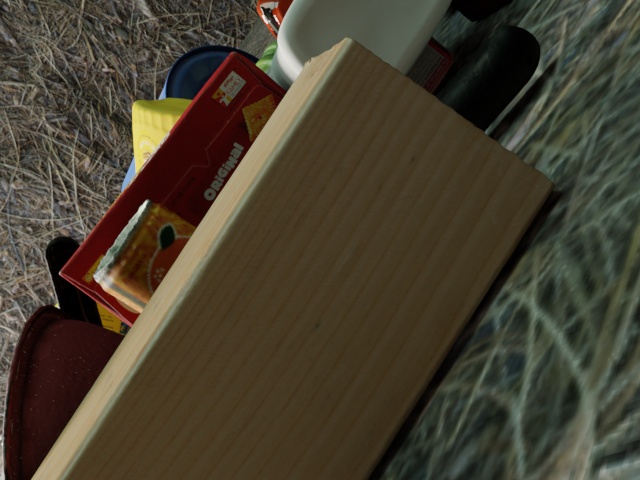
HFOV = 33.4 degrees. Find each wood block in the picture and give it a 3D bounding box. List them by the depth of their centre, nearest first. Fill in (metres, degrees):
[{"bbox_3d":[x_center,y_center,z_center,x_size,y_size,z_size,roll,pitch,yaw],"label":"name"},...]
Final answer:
[{"bbox_3d":[-0.018,0.040,0.394,0.206,0.090,0.090,-57,11,-3],"label":"wood block"}]

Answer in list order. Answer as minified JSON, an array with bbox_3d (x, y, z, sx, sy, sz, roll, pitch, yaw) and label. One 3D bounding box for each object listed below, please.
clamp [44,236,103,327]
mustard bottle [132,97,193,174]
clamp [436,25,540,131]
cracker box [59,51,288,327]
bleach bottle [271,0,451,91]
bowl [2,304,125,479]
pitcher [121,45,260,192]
[{"bbox_3d":[-0.161,0.076,0.746,0.171,0.039,0.120,99,163,-65],"label":"clamp"},{"bbox_3d":[-0.117,-0.017,0.875,0.096,0.058,0.192,19,114,49],"label":"mustard bottle"},{"bbox_3d":[0.020,-0.008,0.502,0.210,0.036,0.165,-59,12,-16],"label":"clamp"},{"bbox_3d":[-0.083,-0.037,0.709,0.164,0.072,0.214,-52,9,3],"label":"cracker box"},{"bbox_3d":[0.006,-0.119,0.650,0.102,0.068,0.251,-55,8,-5],"label":"bleach bottle"},{"bbox_3d":[-0.096,0.107,0.500,0.162,0.055,0.162,-7,-90,-88],"label":"bowl"},{"bbox_3d":[-0.125,-0.094,1.136,0.243,0.149,0.145,136,134,-56],"label":"pitcher"}]
